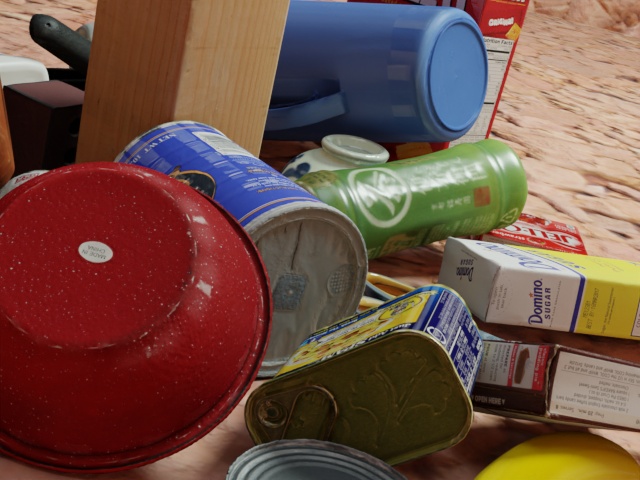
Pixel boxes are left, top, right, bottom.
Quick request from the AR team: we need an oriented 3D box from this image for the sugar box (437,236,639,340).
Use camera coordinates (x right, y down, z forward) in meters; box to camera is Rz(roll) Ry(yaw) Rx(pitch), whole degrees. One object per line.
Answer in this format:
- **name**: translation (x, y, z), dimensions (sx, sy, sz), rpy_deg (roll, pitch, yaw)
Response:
- **sugar box**: translation (0.180, 0.035, 0.739), dimensions (0.176, 0.048, 0.093), rpy_deg (10, 9, -16)

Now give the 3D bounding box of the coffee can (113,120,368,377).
- **coffee can**: translation (-0.054, 0.001, 0.619), dimensions (0.102, 0.103, 0.140), rpy_deg (-3, 25, -36)

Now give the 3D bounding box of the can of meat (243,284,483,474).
- **can of meat**: translation (0.025, 0.067, 0.509), dimensions (0.102, 0.057, 0.083), rpy_deg (-24, 7, 19)

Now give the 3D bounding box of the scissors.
- **scissors**: translation (0.089, 0.066, 0.655), dimensions (0.202, 0.016, 0.096), rpy_deg (28, 22, 37)

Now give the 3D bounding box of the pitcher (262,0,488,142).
- **pitcher**: translation (0.011, -0.140, 0.918), dimensions (0.243, 0.149, 0.144), rpy_deg (9, -11, 39)

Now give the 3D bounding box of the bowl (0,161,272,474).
- **bowl**: translation (-0.101, 0.020, 0.485), dimensions (0.162, 0.055, 0.162), rpy_deg (2, 59, -3)

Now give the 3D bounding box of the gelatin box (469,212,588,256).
- **gelatin box**: translation (0.165, 0.003, 0.852), dimensions (0.089, 0.030, 0.073), rpy_deg (13, 20, 1)

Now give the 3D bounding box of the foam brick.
- **foam brick**: translation (-0.193, -0.068, 0.754), dimensions (0.051, 0.078, 0.052), rpy_deg (26, 24, 25)

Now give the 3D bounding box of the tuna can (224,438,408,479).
- **tuna can**: translation (0.000, 0.119, 0.438), dimensions (0.086, 0.034, 0.086), rpy_deg (11, 20, -4)

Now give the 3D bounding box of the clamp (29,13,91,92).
- **clamp**: translation (-0.192, -0.140, 0.958), dimensions (0.209, 0.036, 0.165), rpy_deg (14, -15, -36)

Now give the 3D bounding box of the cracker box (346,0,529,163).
- **cracker box**: translation (0.090, -0.169, 0.994), dimensions (0.071, 0.214, 0.164), rpy_deg (-6, 27, -44)

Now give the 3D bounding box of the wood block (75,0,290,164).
- **wood block**: translation (-0.093, -0.097, 0.705), dimensions (0.090, 0.206, 0.090), rpy_deg (28, 25, 36)

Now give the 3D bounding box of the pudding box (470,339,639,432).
- **pudding box**: translation (0.132, 0.077, 0.555), dimensions (0.113, 0.039, 0.090), rpy_deg (12, -9, -28)
